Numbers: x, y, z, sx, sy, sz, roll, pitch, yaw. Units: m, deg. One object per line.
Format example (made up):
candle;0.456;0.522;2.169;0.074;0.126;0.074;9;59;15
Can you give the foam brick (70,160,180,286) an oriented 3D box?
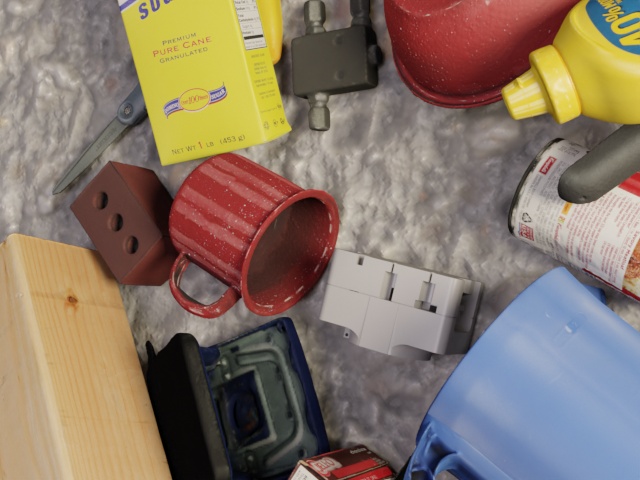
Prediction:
foam brick;-0.136;-0.011;0.788;0.053;0.051;0.078;-45;67;18

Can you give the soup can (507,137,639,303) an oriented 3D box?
soup can;0.169;-0.009;0.616;0.102;0.068;0.068;30;100;28

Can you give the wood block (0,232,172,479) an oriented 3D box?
wood block;-0.184;0.109;0.752;0.090;0.090;0.206;-40;56;29

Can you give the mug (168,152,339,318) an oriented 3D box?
mug;-0.055;0.001;0.718;0.082;0.093;0.117;31;75;32

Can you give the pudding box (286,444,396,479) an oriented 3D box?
pudding box;-0.008;0.187;0.680;0.039;0.089;0.113;35;102;25

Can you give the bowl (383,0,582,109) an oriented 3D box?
bowl;0.093;-0.164;0.646;0.162;0.055;0.162;-21;56;35

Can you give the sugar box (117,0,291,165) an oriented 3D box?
sugar box;-0.088;-0.148;0.743;0.093;0.048;0.176;-10;102;29

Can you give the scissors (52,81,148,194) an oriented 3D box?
scissors;-0.128;-0.093;0.811;0.096;0.016;0.202;39;104;25

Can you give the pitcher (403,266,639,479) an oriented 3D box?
pitcher;0.172;0.141;0.563;0.243;0.144;0.149;40;103;22
